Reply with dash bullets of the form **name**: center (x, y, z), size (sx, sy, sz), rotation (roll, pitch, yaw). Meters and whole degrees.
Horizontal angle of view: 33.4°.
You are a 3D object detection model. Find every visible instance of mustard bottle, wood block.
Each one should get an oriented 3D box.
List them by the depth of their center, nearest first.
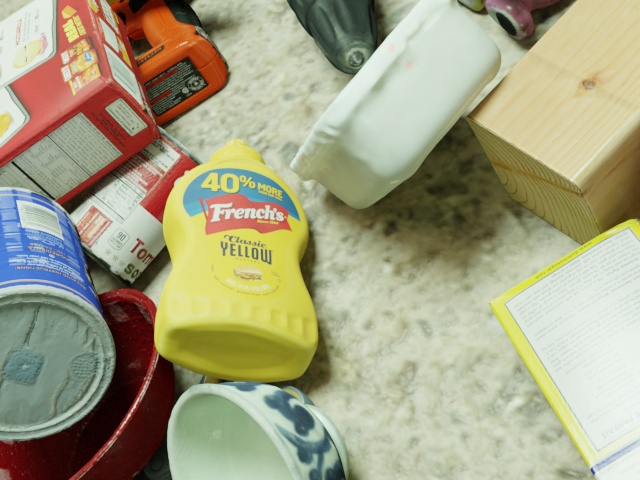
- **wood block**: center (0.195, -0.101, 0.610), size (0.206, 0.090, 0.091), rotation (-46, 48, -4)
- **mustard bottle**: center (-0.054, 0.001, 0.694), size (0.096, 0.058, 0.191), rotation (10, 42, -14)

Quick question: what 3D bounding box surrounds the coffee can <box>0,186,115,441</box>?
- **coffee can**: center (-0.189, 0.041, 0.661), size (0.103, 0.102, 0.140), rotation (-39, 34, 2)

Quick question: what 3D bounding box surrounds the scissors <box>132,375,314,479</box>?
- **scissors**: center (-0.096, 0.125, 0.684), size (0.202, 0.016, 0.096), rotation (-22, 48, 18)

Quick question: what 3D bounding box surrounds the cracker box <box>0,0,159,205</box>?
- **cracker box**: center (-0.232, -0.081, 0.785), size (0.214, 0.072, 0.164), rotation (-34, 44, 8)

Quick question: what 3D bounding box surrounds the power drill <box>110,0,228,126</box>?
- **power drill**: center (-0.163, -0.171, 0.904), size (0.184, 0.057, 0.188), rotation (-31, 48, 10)

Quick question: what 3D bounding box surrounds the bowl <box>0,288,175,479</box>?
- **bowl**: center (-0.147, 0.112, 0.684), size (0.162, 0.055, 0.162), rotation (-28, 37, 23)

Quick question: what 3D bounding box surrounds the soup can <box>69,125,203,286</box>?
- **soup can**: center (-0.132, -0.026, 0.776), size (0.102, 0.068, 0.069), rotation (-50, 47, -7)
